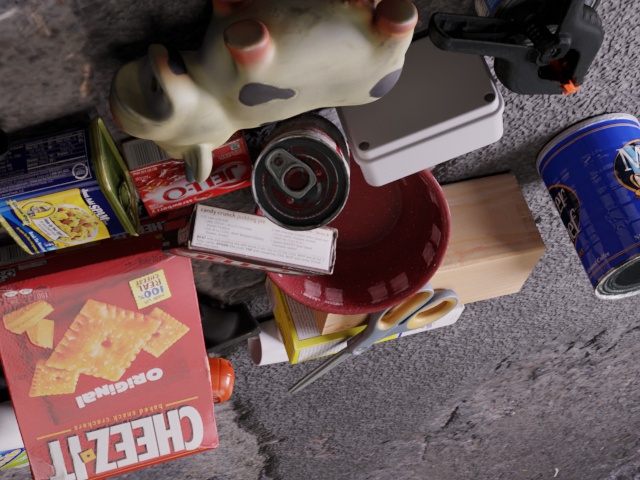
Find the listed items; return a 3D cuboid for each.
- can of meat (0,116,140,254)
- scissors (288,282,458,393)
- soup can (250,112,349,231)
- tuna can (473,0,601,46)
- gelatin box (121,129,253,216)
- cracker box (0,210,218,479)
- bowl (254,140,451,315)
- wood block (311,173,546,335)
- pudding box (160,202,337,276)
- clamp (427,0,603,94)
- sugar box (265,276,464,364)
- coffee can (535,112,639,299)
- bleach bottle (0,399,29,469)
[{"bbox_3d":[-0.182,-0.035,0.757,0.084,0.057,0.102,-13,154,0],"label":"can of meat"},{"bbox_3d":[0.055,0.093,1.008,0.096,0.016,0.202,-1,147,-35],"label":"scissors"},{"bbox_3d":[-0.012,-0.053,0.776,0.068,0.068,0.102,-23,-166,8],"label":"soup can"},{"bbox_3d":[0.151,-0.171,0.744,0.086,0.034,0.086,-15,154,-8],"label":"tuna can"},{"bbox_3d":[-0.097,-0.057,0.805,0.089,0.030,0.073,-17,155,-3],"label":"gelatin box"},{"bbox_3d":[-0.180,0.096,0.892,0.164,0.072,0.214,-13,120,-14],"label":"cracker box"},{"bbox_3d":[0.025,-0.019,0.885,0.162,0.055,0.162,0,119,0],"label":"bowl"},{"bbox_3d":[0.091,0.011,1.000,0.205,0.090,0.091,-11,153,-15],"label":"wood block"},{"bbox_3d":[-0.055,0.001,0.802,0.113,0.039,0.090,9,175,-20],"label":"pudding box"},{"bbox_3d":[0.138,-0.136,0.716,0.120,0.039,0.171,-21,155,9],"label":"clamp"},{"bbox_3d":[0.042,0.054,1.049,0.176,0.093,0.048,-11,154,-16],"label":"sugar box"},{"bbox_3d":[0.272,-0.031,0.980,0.102,0.140,0.103,-15,154,-8],"label":"coffee can"},{"bbox_3d":[-0.333,0.193,1.017,0.103,0.068,0.250,-29,171,14],"label":"bleach bottle"}]
